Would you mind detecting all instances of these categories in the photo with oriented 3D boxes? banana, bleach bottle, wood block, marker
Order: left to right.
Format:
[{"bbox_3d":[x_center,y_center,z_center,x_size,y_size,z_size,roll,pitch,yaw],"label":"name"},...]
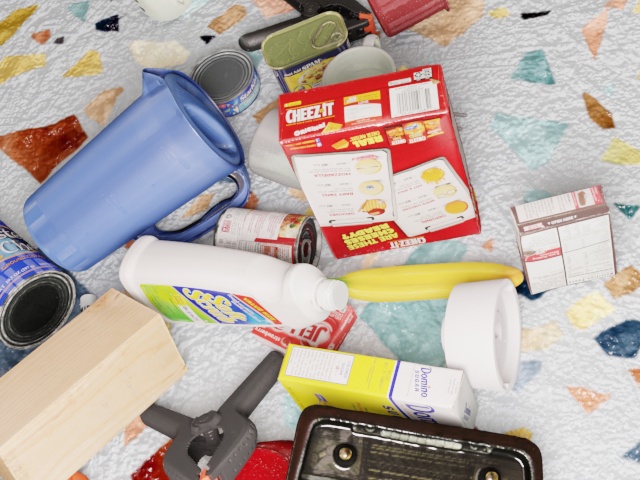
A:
[{"bbox_3d":[-0.249,0.156,1.087,0.091,0.090,0.205,21,53,42],"label":"wood block"},{"bbox_3d":[-0.258,0.116,1.194,0.020,0.020,0.121,-15,57,9],"label":"marker"},{"bbox_3d":[-0.085,0.046,1.095,0.251,0.102,0.068,1,50,37],"label":"bleach bottle"},{"bbox_3d":[0.106,0.045,1.090,0.198,0.069,0.037,-5,97,8],"label":"banana"}]

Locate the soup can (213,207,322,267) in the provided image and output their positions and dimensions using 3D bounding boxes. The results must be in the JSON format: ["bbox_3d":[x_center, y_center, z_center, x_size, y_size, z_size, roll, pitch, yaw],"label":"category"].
[{"bbox_3d":[-0.058,0.001,1.167,0.102,0.068,0.068,7,63,22],"label":"soup can"}]

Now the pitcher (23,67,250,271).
[{"bbox_3d":[-0.208,-0.063,1.206,0.243,0.144,0.149,-36,65,16],"label":"pitcher"}]

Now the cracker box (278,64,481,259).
[{"bbox_3d":[0.064,-0.075,1.084,0.164,0.213,0.072,-10,56,12],"label":"cracker box"}]

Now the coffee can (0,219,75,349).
[{"bbox_3d":[-0.363,0.045,1.221,0.140,0.102,0.102,34,75,31],"label":"coffee can"}]

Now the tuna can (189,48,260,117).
[{"bbox_3d":[-0.118,-0.195,1.325,0.086,0.033,0.086,-8,58,13],"label":"tuna can"}]

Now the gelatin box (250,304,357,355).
[{"bbox_3d":[-0.016,0.089,1.123,0.089,0.030,0.073,23,70,29],"label":"gelatin box"}]

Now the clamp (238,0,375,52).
[{"bbox_3d":[-0.012,-0.288,1.343,0.171,0.039,0.120,3,66,13],"label":"clamp"}]

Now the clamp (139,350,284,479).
[{"bbox_3d":[-0.116,0.188,1.041,0.165,0.036,0.210,-21,21,11],"label":"clamp"}]

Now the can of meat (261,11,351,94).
[{"bbox_3d":[-0.008,-0.212,1.269,0.102,0.084,0.057,-21,56,5],"label":"can of meat"}]

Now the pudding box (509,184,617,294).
[{"bbox_3d":[0.239,0.001,1.041,0.090,0.113,0.039,-15,54,9],"label":"pudding box"}]

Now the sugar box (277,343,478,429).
[{"bbox_3d":[0.057,0.147,1.026,0.176,0.093,0.048,8,64,23],"label":"sugar box"}]

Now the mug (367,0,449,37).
[{"bbox_3d":[0.096,-0.304,1.292,0.081,0.093,0.117,-28,36,6],"label":"mug"}]
